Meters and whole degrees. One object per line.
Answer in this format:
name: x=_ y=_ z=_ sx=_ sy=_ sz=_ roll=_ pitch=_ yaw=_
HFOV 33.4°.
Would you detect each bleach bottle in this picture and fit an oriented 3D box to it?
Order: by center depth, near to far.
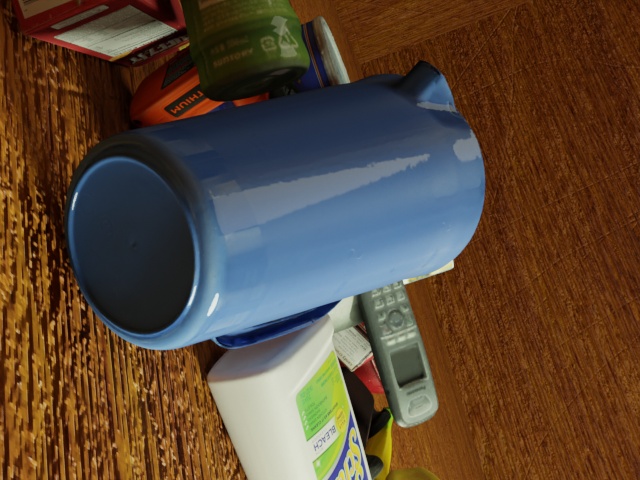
bleach bottle: x=0.004 y=0.183 z=0.746 sx=0.102 sy=0.068 sz=0.251 roll=-41 pitch=115 yaw=-56

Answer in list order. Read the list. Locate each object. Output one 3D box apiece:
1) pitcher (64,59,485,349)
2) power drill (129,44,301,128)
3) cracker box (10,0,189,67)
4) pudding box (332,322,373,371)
pitcher: x=-0.023 y=-0.011 z=0.605 sx=0.242 sy=0.145 sz=0.149 roll=-18 pitch=96 yaw=-51
power drill: x=-0.046 y=-0.057 z=0.772 sx=0.187 sy=0.185 sz=0.057 roll=43 pitch=29 yaw=-29
cracker box: x=-0.145 y=-0.204 z=0.668 sx=0.213 sy=0.072 sz=0.164 roll=-35 pitch=106 yaw=-82
pudding box: x=0.008 y=0.071 z=1.010 sx=0.113 sy=0.039 sz=0.090 roll=42 pitch=4 yaw=8
